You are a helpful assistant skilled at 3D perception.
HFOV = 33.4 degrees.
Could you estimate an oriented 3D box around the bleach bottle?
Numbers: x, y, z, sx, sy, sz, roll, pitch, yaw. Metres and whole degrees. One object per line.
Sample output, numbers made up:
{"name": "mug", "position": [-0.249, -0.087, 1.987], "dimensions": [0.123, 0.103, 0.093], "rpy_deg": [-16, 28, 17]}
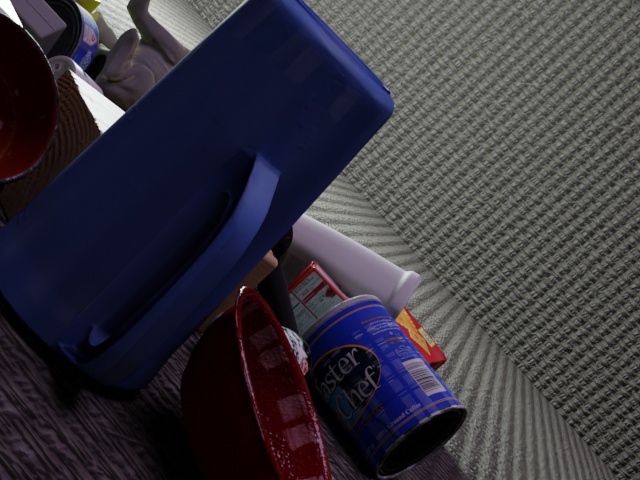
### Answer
{"name": "bleach bottle", "position": [-0.022, 0.011, 1.142], "dimensions": [0.251, 0.103, 0.068], "rpy_deg": [34, 50, 5]}

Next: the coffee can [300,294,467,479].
{"name": "coffee can", "position": [0.054, 0.136, 0.996], "dimensions": [0.140, 0.103, 0.102], "rpy_deg": [52, 9, 27]}

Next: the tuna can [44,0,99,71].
{"name": "tuna can", "position": [-0.255, -0.191, 1.017], "dimensions": [0.086, 0.086, 0.033], "rpy_deg": [51, 7, 23]}

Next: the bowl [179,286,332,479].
{"name": "bowl", "position": [-0.044, 0.113, 0.663], "dimensions": [0.162, 0.055, 0.162], "rpy_deg": [-20, 90, -82]}

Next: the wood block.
{"name": "wood block", "position": [-0.137, -0.022, 0.804], "dimensions": [0.205, 0.091, 0.090], "rpy_deg": [39, 12, -47]}

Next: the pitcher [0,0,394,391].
{"name": "pitcher", "position": [-0.072, -0.029, 0.636], "dimensions": [0.149, 0.243, 0.144], "rpy_deg": [49, 10, 18]}

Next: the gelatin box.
{"name": "gelatin box", "position": [-0.003, 0.077, 1.085], "dimensions": [0.089, 0.073, 0.030], "rpy_deg": [46, 9, -8]}
